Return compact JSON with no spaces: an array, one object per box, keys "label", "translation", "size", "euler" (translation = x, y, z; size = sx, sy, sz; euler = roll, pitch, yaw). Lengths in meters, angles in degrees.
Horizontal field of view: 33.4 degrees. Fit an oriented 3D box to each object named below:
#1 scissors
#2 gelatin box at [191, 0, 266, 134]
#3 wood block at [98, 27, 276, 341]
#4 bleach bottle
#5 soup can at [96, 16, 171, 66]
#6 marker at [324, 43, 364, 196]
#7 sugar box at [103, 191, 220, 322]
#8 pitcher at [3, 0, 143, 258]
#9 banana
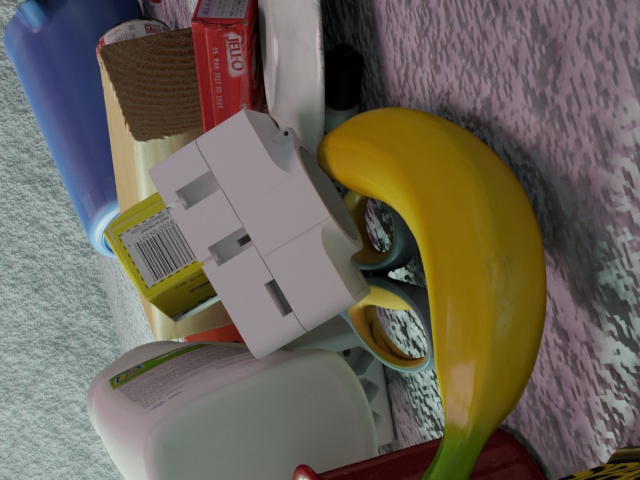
[{"label":"scissors","translation":[0.002,0.007,0.517],"size":[0.202,0.016,0.096],"euler":[22,122,59]},{"label":"gelatin box","translation":[-0.044,-0.104,0.558],"size":[0.089,0.030,0.073],"euler":[-85,-5,-49]},{"label":"wood block","translation":[-0.087,-0.033,0.720],"size":[0.206,0.090,0.091],"euler":[96,154,-51]},{"label":"bleach bottle","translation":[-0.063,0.085,0.553],"size":[0.251,0.102,0.068],"euler":[4,112,71]},{"label":"soup can","translation":[-0.138,-0.122,0.865],"size":[0.068,0.068,0.102],"euler":[102,150,-59]},{"label":"marker","translation":[0.009,-0.040,0.504],"size":[0.121,0.020,0.020],"euler":[92,158,-45]},{"label":"sugar box","translation":[-0.053,0.001,0.565],"size":[0.048,0.093,0.176],"euler":[60,174,8]},{"label":"pitcher","translation":[-0.184,-0.104,0.966],"size":[0.243,0.149,0.145],"euler":[64,146,27]},{"label":"banana","translation":[0.035,-0.005,0.358],"size":[0.037,0.070,0.198],"euler":[42,-162,-29]}]
